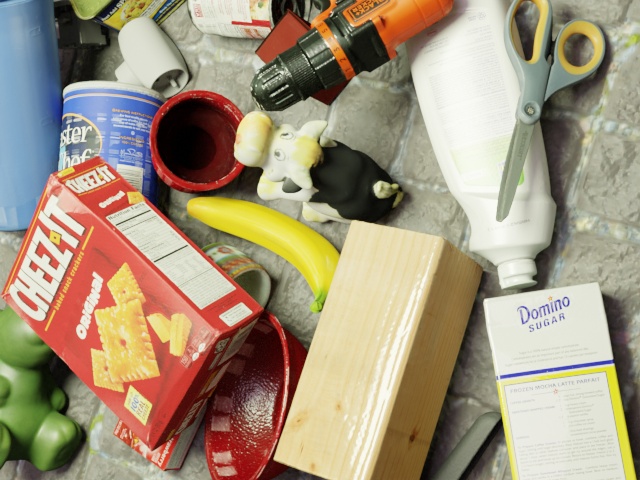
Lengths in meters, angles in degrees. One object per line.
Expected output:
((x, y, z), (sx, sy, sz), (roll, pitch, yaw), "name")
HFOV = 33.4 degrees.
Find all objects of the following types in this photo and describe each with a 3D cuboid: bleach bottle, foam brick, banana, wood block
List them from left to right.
((-0.041, 0.000, 0.979), (0.198, 0.069, 0.037), (34, 121, 38), "banana")
((-0.011, -0.168, 0.984), (0.051, 0.078, 0.053), (-51, 60, 13), "foam brick")
((0.051, 0.099, 0.875), (0.090, 0.090, 0.206), (12, 78, 34), "wood block")
((0.134, -0.081, 0.895), (0.103, 0.068, 0.251), (-15, 76, 25), "bleach bottle")

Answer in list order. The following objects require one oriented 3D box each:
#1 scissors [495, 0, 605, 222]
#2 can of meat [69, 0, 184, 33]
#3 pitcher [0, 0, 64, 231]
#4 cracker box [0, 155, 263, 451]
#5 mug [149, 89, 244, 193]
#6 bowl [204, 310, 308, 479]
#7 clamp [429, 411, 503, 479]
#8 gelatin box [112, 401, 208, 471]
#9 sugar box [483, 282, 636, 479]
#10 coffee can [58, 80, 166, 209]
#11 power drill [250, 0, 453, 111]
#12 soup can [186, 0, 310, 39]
((0.185, -0.107, 0.857), (0.096, 0.016, 0.202), (5, 74, -12), "scissors")
((-0.194, -0.260, 1.099), (0.102, 0.083, 0.057), (-37, 66, 19), "can of meat")
((-0.326, -0.132, 1.068), (0.145, 0.149, 0.243), (-124, 28, -60), "pitcher")
((-0.175, 0.057, 0.955), (0.214, 0.072, 0.164), (42, 125, 13), "cracker box")
((-0.106, -0.092, 1.014), (0.117, 0.082, 0.093), (-19, 90, -13), "mug")
((-0.045, 0.145, 0.938), (0.162, 0.055, 0.162), (-39, 44, 50), "bowl")
((0.084, 0.237, 0.883), (0.210, 0.036, 0.164), (-15, 73, 23), "clamp")
((-0.152, 0.166, 1.033), (0.073, 0.030, 0.089), (27, 96, 30), "gelatin box")
((0.186, 0.127, 0.829), (0.093, 0.048, 0.176), (-9, 73, 10), "sugar box")
((-0.210, -0.077, 1.066), (0.103, 0.102, 0.140), (-2, 81, 29), "coffee can")
((-0.002, -0.209, 0.912), (0.184, 0.057, 0.188), (-30, 55, 1), "power drill")
((-0.070, -0.230, 1.033), (0.102, 0.068, 0.068), (11, 87, 31), "soup can")
